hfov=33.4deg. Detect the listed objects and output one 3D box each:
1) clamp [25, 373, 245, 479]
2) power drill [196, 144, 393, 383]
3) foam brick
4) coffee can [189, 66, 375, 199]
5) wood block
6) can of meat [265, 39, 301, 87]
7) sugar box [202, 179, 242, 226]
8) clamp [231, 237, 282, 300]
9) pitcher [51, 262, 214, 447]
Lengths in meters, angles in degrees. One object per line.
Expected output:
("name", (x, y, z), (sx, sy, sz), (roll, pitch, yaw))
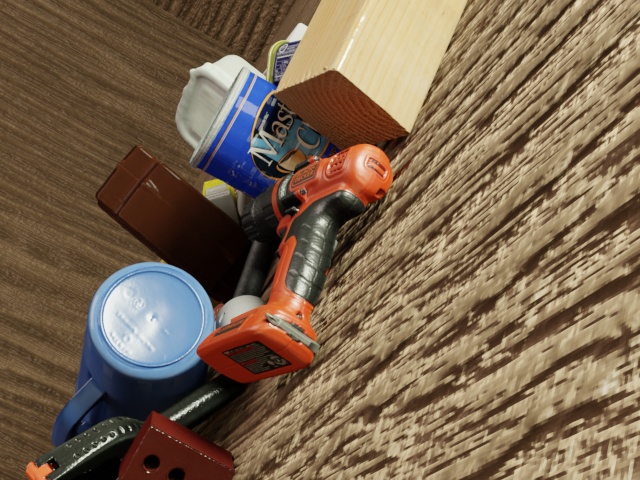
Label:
("clamp", (-0.166, 0.193, 0.913), (0.209, 0.036, 0.165), (-9, -47, -52))
("power drill", (-0.032, 0.019, 0.857), (0.185, 0.057, 0.187), (-24, 38, 52))
("foam brick", (-0.113, 0.179, 0.842), (0.053, 0.078, 0.051), (-61, 8, 2))
("coffee can", (-0.035, -0.081, 0.981), (0.103, 0.140, 0.103), (-58, 10, 17))
("wood block", (0.055, -0.190, 0.922), (0.091, 0.090, 0.206), (-11, 49, 53))
("can of meat", (0.014, -0.157, 1.003), (0.084, 0.101, 0.057), (1, 83, 52))
("sugar box", (-0.129, -0.028, 1.447), (0.048, 0.093, 0.176), (-17, 13, -5))
("clamp", (-0.057, 0.001, 1.108), (0.120, 0.039, 0.171), (153, 138, -77))
("pitcher", (-0.172, 0.119, 1.002), (0.243, 0.145, 0.149), (115, 160, -64))
